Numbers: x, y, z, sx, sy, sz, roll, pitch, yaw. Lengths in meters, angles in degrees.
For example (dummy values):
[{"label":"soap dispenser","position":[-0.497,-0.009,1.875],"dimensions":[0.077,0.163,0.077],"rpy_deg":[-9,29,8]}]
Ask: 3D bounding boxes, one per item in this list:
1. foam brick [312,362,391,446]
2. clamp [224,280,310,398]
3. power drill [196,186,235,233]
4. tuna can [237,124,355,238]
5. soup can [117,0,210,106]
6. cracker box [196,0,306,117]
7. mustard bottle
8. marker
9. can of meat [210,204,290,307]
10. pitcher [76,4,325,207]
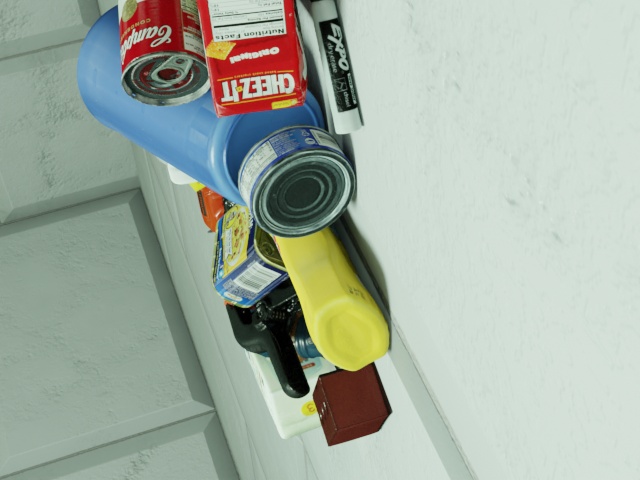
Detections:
[{"label":"foam brick","position":[0.026,0.146,0.951],"dimensions":[0.078,0.051,0.053],"rpy_deg":[102,151,-67]},{"label":"clamp","position":[-0.037,0.064,1.001],"dimensions":[0.172,0.039,0.120],"rpy_deg":[30,93,55]},{"label":"power drill","position":[-0.110,-0.028,1.343],"dimensions":[0.188,0.057,0.184],"rpy_deg":[-120,18,-51]},{"label":"tuna can","position":[-0.017,-0.044,0.813],"dimensions":[0.034,0.086,0.086],"rpy_deg":[-120,18,-44]},{"label":"soup can","position":[-0.120,-0.163,0.812],"dimensions":[0.068,0.068,0.102],"rpy_deg":[98,165,-64]},{"label":"cracker box","position":[-0.054,-0.219,0.721],"dimensions":[0.214,0.072,0.164],"rpy_deg":[85,178,-46]},{"label":"mustard bottle","position":[-0.005,0.011,0.888],"dimensions":[0.096,0.058,0.192],"rpy_deg":[55,-172,-47]},{"label":"marker","position":[0.007,-0.134,0.737],"dimensions":[0.020,0.020,0.121],"rpy_deg":[-139,35,-70]},{"label":"can of meat","position":[-0.056,0.001,0.985],"dimensions":[0.084,0.057,0.102],"rpy_deg":[-38,38,42]},{"label":"pitcher","position":[-0.104,-0.128,0.914],"dimensions":[0.149,0.145,0.243],"rpy_deg":[36,179,-43]}]
